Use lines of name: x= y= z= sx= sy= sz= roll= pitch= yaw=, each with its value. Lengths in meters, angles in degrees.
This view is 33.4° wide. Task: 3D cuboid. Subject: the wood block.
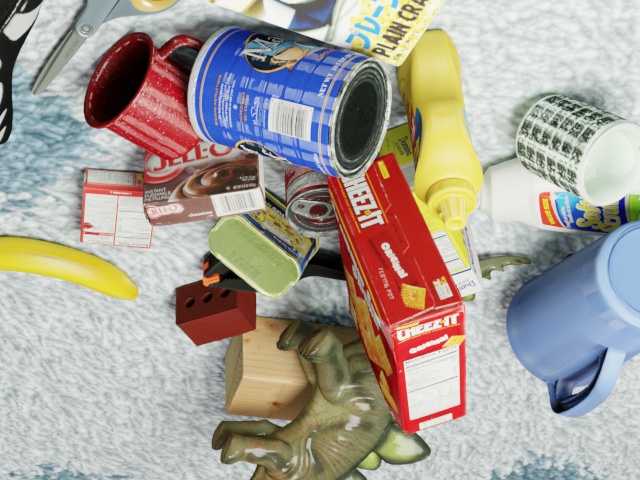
wood block: x=-0.004 y=0.160 z=1.280 sx=0.206 sy=0.090 sz=0.091 roll=8 pitch=139 yaw=-15

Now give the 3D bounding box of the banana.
banana: x=-0.287 y=0.028 z=1.143 sx=0.197 sy=0.037 sz=0.070 roll=11 pitch=155 yaw=-16

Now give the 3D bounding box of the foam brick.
foam brick: x=-0.117 y=0.077 z=1.199 sx=0.078 sy=0.053 sz=0.051 roll=-17 pitch=138 yaw=14

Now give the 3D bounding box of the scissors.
scissors: x=-0.179 y=-0.184 z=0.913 sx=0.096 sy=0.016 sz=0.202 roll=13 pitch=137 yaw=-20

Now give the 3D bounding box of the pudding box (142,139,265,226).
pudding box: x=-0.109 y=-0.063 z=1.005 sx=0.113 sy=0.090 sz=0.039 roll=-7 pitch=142 yaw=2

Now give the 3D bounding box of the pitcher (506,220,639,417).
pitcher: x=0.286 y=0.075 z=1.081 sx=0.145 sy=0.149 sz=0.243 roll=-31 pitch=170 yaw=-16

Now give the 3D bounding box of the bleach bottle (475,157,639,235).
bleach bottle: x=0.265 y=-0.043 z=1.084 sx=0.251 sy=0.068 sz=0.102 roll=-1 pitch=143 yaw=1

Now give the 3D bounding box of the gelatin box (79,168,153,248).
gelatin box: x=-0.204 y=-0.032 z=1.081 sx=0.073 sy=0.030 sz=0.089 roll=4 pitch=139 yaw=-12

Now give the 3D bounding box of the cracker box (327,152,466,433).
cracker box: x=0.069 y=0.054 z=0.951 sx=0.072 sy=0.164 sz=0.213 roll=-19 pitch=146 yaw=-4

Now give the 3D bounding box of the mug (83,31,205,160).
mug: x=-0.139 y=-0.130 z=0.930 sx=0.117 sy=0.093 sz=0.081 roll=-44 pitch=132 yaw=18

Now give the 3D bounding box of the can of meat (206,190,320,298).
can of meat: x=-0.057 y=0.001 z=1.058 sx=0.102 sy=0.084 sz=0.057 roll=39 pitch=113 yaw=-5

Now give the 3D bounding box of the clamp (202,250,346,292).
clamp: x=-0.023 y=0.018 z=1.149 sx=0.210 sy=0.036 sz=0.164 roll=-18 pitch=134 yaw=13

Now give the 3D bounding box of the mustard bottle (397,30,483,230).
mustard bottle: x=0.104 y=-0.086 z=0.917 sx=0.058 sy=0.191 sz=0.096 roll=-5 pitch=140 yaw=1

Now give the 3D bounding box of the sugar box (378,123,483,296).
sugar box: x=0.112 y=-0.026 z=1.066 sx=0.048 sy=0.093 sz=0.176 roll=-20 pitch=138 yaw=19

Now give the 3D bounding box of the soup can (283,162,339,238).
soup can: x=-0.001 y=-0.062 z=1.005 sx=0.068 sy=0.102 sz=0.068 roll=-3 pitch=140 yaw=-2

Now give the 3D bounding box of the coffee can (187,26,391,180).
coffee can: x=-0.025 y=-0.116 z=0.894 sx=0.140 sy=0.102 sz=0.103 roll=17 pitch=147 yaw=26
